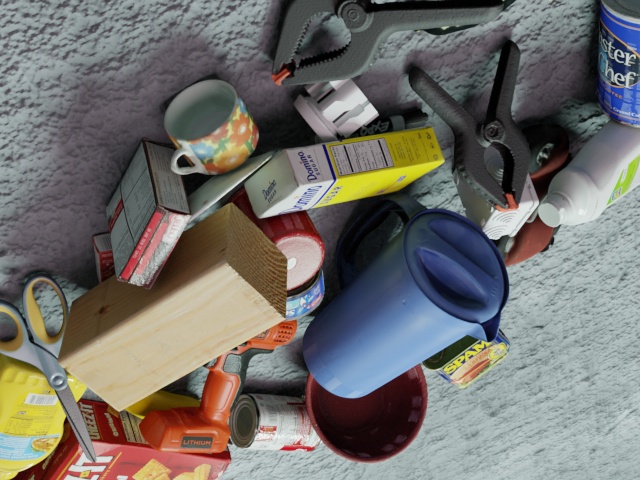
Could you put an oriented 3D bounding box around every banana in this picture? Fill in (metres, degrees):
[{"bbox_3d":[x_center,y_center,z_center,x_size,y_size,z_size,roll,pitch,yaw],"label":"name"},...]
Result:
[{"bbox_3d":[-0.195,0.168,1.199,0.069,0.037,0.197,-31,138,1],"label":"banana"}]

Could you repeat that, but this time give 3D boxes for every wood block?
[{"bbox_3d":[-0.139,0.065,1.013,0.206,0.091,0.090,-30,124,22],"label":"wood block"}]

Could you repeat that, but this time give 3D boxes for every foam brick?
[{"bbox_3d":[0.087,0.211,1.389,0.051,0.053,0.078,-27,137,-3],"label":"foam brick"}]

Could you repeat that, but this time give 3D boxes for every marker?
[{"bbox_3d":[0.053,-0.112,1.080,0.121,0.020,0.020,-15,136,-16],"label":"marker"}]

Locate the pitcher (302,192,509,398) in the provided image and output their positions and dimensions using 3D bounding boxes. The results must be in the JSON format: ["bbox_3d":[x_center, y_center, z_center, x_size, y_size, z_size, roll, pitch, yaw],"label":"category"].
[{"bbox_3d":[0.076,0.070,1.164,0.144,0.149,0.243,23,140,-21],"label":"pitcher"}]

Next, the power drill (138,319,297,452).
[{"bbox_3d":[-0.129,0.143,1.170,0.184,0.057,0.188,12,111,-41],"label":"power drill"}]

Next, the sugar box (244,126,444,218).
[{"bbox_3d":[0.024,-0.066,1.040,0.175,0.048,0.093,-15,170,-32],"label":"sugar box"}]

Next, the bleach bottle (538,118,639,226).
[{"bbox_3d":[0.323,-0.094,1.147,0.250,0.068,0.102,-35,144,-29],"label":"bleach bottle"}]

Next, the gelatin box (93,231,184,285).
[{"bbox_3d":[-0.180,0.022,1.071,0.089,0.030,0.073,-12,136,-18],"label":"gelatin box"}]

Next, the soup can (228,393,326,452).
[{"bbox_3d":[-0.053,0.224,1.311,0.102,0.068,0.069,10,125,-35],"label":"soup can"}]

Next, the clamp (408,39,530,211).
[{"bbox_3d":[0.154,-0.110,1.064,0.120,0.171,0.039,-9,177,-8],"label":"clamp"}]

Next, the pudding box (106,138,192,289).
[{"bbox_3d":[-0.158,-0.026,0.975,0.039,0.113,0.090,17,121,-30],"label":"pudding box"}]

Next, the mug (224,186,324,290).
[{"bbox_3d":[-0.057,0.001,1.081,0.117,0.081,0.093,-19,137,-12],"label":"mug"}]

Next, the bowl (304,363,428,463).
[{"bbox_3d":[0.048,0.189,1.303,0.161,0.162,0.055,-8,174,-22],"label":"bowl"}]

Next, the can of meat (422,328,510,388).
[{"bbox_3d":[0.185,0.137,1.368,0.102,0.057,0.083,-38,141,10],"label":"can of meat"}]

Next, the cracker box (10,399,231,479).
[{"bbox_3d":[-0.236,0.278,1.258,0.213,0.072,0.164,18,120,-39],"label":"cracker box"}]

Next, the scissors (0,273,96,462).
[{"bbox_3d":[-0.281,0.133,1.057,0.096,0.016,0.202,-8,100,-16],"label":"scissors"}]

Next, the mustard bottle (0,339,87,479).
[{"bbox_3d":[-0.319,0.191,1.137,0.096,0.058,0.192,8,126,-33],"label":"mustard bottle"}]

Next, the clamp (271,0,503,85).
[{"bbox_3d":[0.029,-0.212,0.925,0.210,0.036,0.164,-29,107,28],"label":"clamp"}]

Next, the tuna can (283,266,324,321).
[{"bbox_3d":[-0.039,0.042,1.129,0.086,0.086,0.034,-18,136,-13],"label":"tuna can"}]
